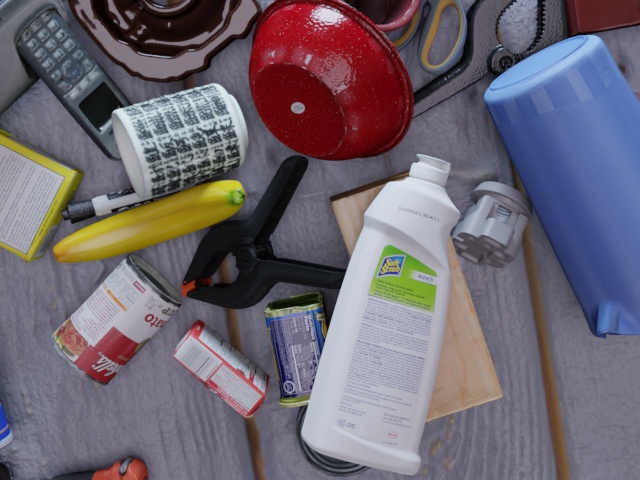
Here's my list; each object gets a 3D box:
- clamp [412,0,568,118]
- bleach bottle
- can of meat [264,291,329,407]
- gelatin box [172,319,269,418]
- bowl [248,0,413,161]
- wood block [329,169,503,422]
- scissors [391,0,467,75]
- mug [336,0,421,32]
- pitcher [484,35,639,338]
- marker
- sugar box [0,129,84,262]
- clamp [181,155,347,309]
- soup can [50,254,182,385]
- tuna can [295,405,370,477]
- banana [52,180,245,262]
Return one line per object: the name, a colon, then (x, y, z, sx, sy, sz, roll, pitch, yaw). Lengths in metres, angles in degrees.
clamp: (0.152, -0.156, 0.956, 0.164, 0.036, 0.210, 15, 98, -5)
bleach bottle: (0.064, 0.056, 0.871, 0.102, 0.068, 0.251, 16, 91, -16)
can of meat: (-0.016, 0.094, 0.947, 0.057, 0.102, 0.084, -11, 93, 1)
gelatin box: (-0.088, 0.115, 0.961, 0.089, 0.073, 0.030, 41, 94, -5)
bowl: (-0.005, -0.123, 0.898, 0.162, 0.162, 0.055, 45, 52, -4)
wood block: (0.083, 0.046, 0.948, 0.090, 0.091, 0.206, -19, 96, 2)
scissors: (0.100, -0.244, 0.955, 0.096, 0.016, 0.202, 3, 78, 23)
mug: (0.035, -0.223, 0.919, 0.117, 0.082, 0.093, -42, 107, -25)
pitcher: (0.246, -0.051, 0.913, 0.145, 0.149, 0.243, -28, 102, 11)
marker: (-0.172, -0.038, 0.959, 0.121, 0.020, 0.020, -16, 96, -13)
sugar box: (-0.313, -0.061, 0.956, 0.176, 0.048, 0.093, 28, 94, 0)
clamp: (-0.056, 0.001, 0.937, 0.172, 0.039, 0.120, -17, 78, 29)
soup can: (-0.182, 0.071, 0.958, 0.068, 0.068, 0.102, 44, 93, -4)
tuna can: (0.020, 0.172, 0.987, 0.086, 0.034, 0.086, 0, 95, -1)
banana: (-0.141, -0.020, 0.937, 0.198, 0.069, 0.037, -19, 82, 22)
